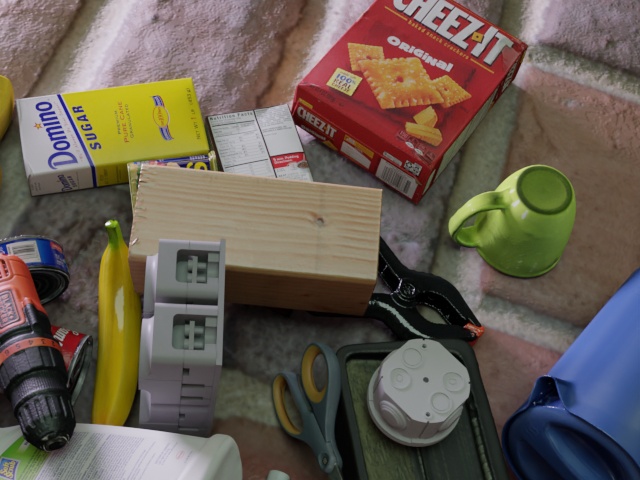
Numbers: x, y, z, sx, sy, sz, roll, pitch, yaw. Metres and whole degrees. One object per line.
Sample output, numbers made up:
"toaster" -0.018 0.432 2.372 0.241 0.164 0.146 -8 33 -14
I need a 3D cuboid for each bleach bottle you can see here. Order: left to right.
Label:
"bleach bottle" -0.194 0.179 0.825 0.251 0.068 0.102 7 38 19

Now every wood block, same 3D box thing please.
"wood block" -0.056 0.001 0.927 0.206 0.090 0.091 6 67 -3

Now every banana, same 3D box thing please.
"banana" -0.182 0.085 0.937 0.037 0.069 0.198 -9 69 12

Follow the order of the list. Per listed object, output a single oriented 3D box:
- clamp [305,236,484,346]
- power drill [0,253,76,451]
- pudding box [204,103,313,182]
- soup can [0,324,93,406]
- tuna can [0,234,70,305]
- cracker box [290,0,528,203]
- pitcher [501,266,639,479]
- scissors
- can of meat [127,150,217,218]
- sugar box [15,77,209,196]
"clamp" 0.068 0.059 1.007 0.171 0.039 0.120 34 63 10
"power drill" -0.291 0.113 0.825 0.187 0.057 0.184 -23 52 -8
"pudding box" -0.061 -0.078 1.065 0.090 0.039 0.113 -11 61 -14
"soup can" -0.255 0.100 0.916 0.102 0.068 0.068 16 59 1
"tuna can" -0.266 0.031 0.943 0.086 0.086 0.034 -14 65 -16
"cracker box" 0.094 -0.166 1.120 0.164 0.072 0.213 34 60 10
"pitcher" 0.278 0.135 0.946 0.145 0.149 0.242 34 52 17
"scissors" 0.013 0.163 0.884 0.016 0.096 0.202 11 24 -35
"can of meat" -0.136 -0.030 1.012 0.084 0.057 0.102 -6 68 -10
"sugar box" -0.205 -0.104 1.052 0.176 0.048 0.093 -9 63 -15
